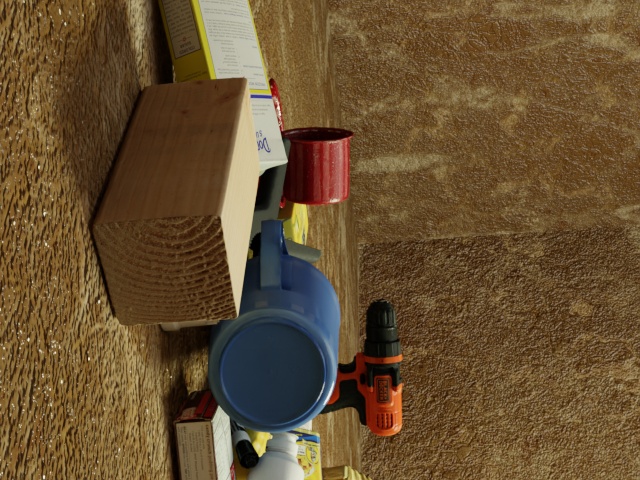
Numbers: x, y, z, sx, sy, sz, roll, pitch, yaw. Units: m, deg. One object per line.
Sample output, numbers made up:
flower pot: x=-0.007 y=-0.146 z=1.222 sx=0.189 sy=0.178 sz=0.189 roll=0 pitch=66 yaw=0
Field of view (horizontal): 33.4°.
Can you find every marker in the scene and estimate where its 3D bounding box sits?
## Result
marker: x=-0.082 y=0.178 z=1.018 sx=0.121 sy=0.020 sz=0.020 roll=-129 pitch=-151 yaw=-58

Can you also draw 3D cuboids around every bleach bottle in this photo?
bleach bottle: x=-0.054 y=0.303 z=0.977 sx=0.102 sy=0.068 sz=0.250 roll=73 pitch=24 yaw=-64

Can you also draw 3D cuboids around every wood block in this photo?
wood block: x=-0.102 y=-0.036 z=0.814 sx=0.206 sy=0.090 sz=0.091 roll=-87 pitch=172 yaw=-55

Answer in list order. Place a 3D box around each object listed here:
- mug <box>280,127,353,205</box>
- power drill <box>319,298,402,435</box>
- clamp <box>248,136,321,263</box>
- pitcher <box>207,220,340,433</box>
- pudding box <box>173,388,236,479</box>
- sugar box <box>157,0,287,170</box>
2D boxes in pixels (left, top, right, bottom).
mug: x=-0.012 y=-0.094 z=1.314 sx=0.117 sy=0.093 sz=0.081 roll=23 pitch=-62 yaw=54
power drill: x=0.017 y=0.172 z=1.433 sx=0.057 sy=0.188 sz=0.184 roll=-32 pitch=119 yaw=-82
clamp: x=-0.058 y=0.001 z=1.203 sx=0.209 sy=0.036 sz=0.164 roll=-60 pitch=137 yaw=-48
pitcher: x=-0.044 y=0.083 z=0.992 sx=0.149 sy=0.145 sz=0.243 roll=45 pitch=4 yaw=-6
pudding box: x=-0.101 y=0.197 z=0.940 sx=0.090 sy=0.039 sz=0.113 roll=-66 pitch=150 yaw=-81
sugar box: x=-0.090 y=-0.149 z=0.972 sx=0.093 sy=0.048 sz=0.176 roll=-9 pitch=88 yaw=-57
